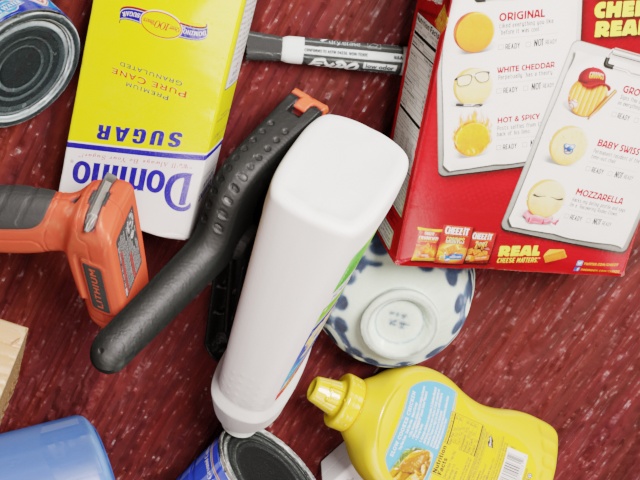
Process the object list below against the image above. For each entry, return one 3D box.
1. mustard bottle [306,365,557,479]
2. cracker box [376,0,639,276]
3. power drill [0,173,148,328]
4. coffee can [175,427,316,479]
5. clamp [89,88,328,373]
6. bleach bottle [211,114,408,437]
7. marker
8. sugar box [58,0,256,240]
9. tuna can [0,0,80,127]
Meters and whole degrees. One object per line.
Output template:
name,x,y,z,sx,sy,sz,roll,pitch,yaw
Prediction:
mustard bottle,0.077,0.145,0.779,0.191,0.058,0.096,26,75,-15
cracker box,0.134,-0.088,0.669,0.164,0.072,0.214,3,115,-15
power drill,-0.209,0.013,0.684,0.187,0.057,0.184,6,137,5
coffee can,-0.079,0.220,0.797,0.102,0.103,0.140,37,108,-18
clamp,-0.055,0.001,0.703,0.036,0.164,0.210,33,92,20
bleach bottle,-0.022,0.043,0.699,0.068,0.102,0.251,28,134,6
marker,0.007,-0.120,0.685,0.121,0.020,0.020,5,115,-5
sugar box,-0.103,-0.094,0.670,0.093,0.048,0.176,18,111,4
tuna can,-0.188,-0.111,0.643,0.034,0.086,0.086,42,112,23
